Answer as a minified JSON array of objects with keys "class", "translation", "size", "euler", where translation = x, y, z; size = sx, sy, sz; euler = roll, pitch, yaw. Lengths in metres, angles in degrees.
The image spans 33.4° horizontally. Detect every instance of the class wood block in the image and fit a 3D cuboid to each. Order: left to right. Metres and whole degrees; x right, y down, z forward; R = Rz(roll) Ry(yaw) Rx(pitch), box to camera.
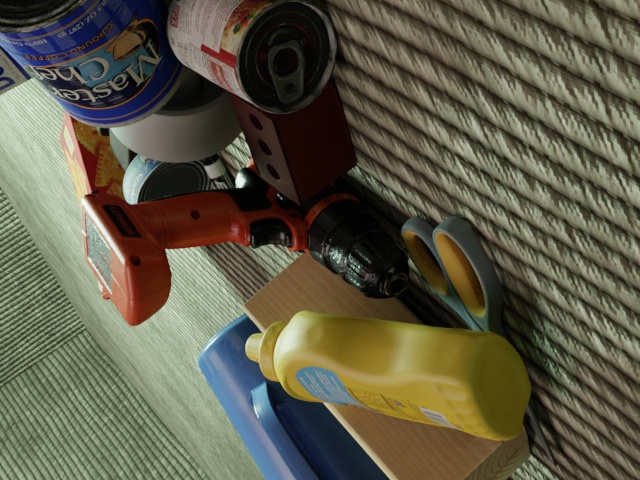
[{"class":"wood block","translation":[0.048,0.103,0.782],"size":[0.206,0.091,0.090],"euler":[45,173,27]}]

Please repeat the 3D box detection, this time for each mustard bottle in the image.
[{"class":"mustard bottle","translation":[0.031,0.081,0.686],"size":[0.192,0.058,0.096],"euler":[5,157,35]}]

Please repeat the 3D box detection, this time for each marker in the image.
[{"class":"marker","translation":[-0.089,-0.048,1.007],"size":[0.020,0.020,0.121],"euler":[25,147,59]}]

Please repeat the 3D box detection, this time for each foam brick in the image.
[{"class":"foam brick","translation":[-0.017,-0.074,0.708],"size":[0.053,0.051,0.078],"euler":[38,157,42]}]

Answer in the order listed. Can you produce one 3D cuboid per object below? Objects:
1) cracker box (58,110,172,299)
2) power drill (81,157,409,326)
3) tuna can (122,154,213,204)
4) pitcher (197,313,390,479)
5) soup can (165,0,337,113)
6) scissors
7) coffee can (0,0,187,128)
[{"class":"cracker box","translation":[-0.243,-0.044,1.239],"size":[0.164,0.072,0.214],"euler":[157,99,-73]},{"class":"power drill","translation":[-0.055,0.001,0.726],"size":[0.185,0.187,0.057],"euler":[42,136,48]},{"class":"tuna can","translation":[-0.149,-0.055,1.041],"size":[0.034,0.086,0.086],"euler":[44,160,37]},{"class":"pitcher","translation":[-0.023,0.188,1.095],"size":[0.243,0.144,0.149],"euler":[53,143,15]},{"class":"soup can","translation":[-0.045,-0.125,0.659],"size":[0.102,0.068,0.068],"euler":[35,154,49]},{"class":"scissors","translation":[0.103,0.060,0.701],"size":[0.096,0.016,0.201],"euler":[36,155,51]},{"class":"coffee can","translation":[-0.154,-0.146,0.679],"size":[0.103,0.103,0.140],"euler":[48,177,21]}]
